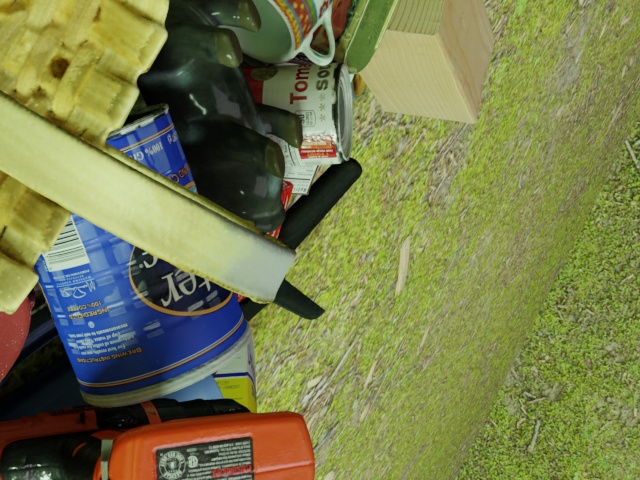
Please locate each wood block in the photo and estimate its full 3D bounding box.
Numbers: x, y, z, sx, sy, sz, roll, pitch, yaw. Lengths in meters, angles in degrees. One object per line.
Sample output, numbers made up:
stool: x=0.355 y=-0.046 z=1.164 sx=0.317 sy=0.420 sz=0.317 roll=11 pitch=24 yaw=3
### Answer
wood block: x=0.081 y=-0.176 z=0.886 sx=0.206 sy=0.091 sz=0.090 roll=37 pitch=66 yaw=-69

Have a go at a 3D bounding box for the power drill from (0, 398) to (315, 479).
power drill: x=-0.083 y=0.118 z=0.580 sx=0.184 sy=0.188 sz=0.057 roll=-4 pitch=86 yaw=-34

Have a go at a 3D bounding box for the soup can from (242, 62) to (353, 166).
soup can: x=-0.033 y=-0.084 z=0.718 sx=0.068 sy=0.102 sz=0.068 roll=-1 pitch=90 yaw=-80

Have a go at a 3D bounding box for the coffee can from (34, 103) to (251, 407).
coffee can: x=-0.109 y=0.007 z=0.595 sx=0.102 sy=0.103 sz=0.140 roll=-35 pitch=111 yaw=-49

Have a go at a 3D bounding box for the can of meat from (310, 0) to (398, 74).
can of meat: x=0.007 y=-0.176 z=0.742 sx=0.057 sy=0.084 sz=0.102 roll=-16 pitch=132 yaw=-63

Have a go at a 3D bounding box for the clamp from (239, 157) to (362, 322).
clamp: x=-0.042 y=0.012 z=0.892 sx=0.209 sy=0.036 sz=0.165 roll=-14 pitch=127 yaw=-53
